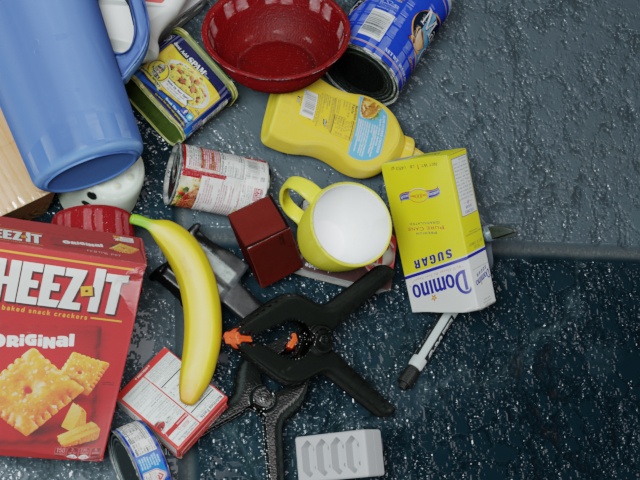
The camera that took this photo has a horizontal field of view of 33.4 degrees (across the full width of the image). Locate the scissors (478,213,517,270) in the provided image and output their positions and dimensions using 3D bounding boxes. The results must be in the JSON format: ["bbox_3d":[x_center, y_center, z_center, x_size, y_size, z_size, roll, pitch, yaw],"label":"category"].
[{"bbox_3d":[0.190,0.008,1.186,0.016,0.202,0.096,-19,107,-6],"label":"scissors"}]

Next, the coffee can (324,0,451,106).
[{"bbox_3d":[0.077,-0.242,1.243,0.102,0.103,0.140,36,66,-10],"label":"coffee can"}]

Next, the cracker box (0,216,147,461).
[{"bbox_3d":[-0.261,0.094,0.979,0.164,0.072,0.214,9,110,-19],"label":"cracker box"}]

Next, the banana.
[{"bbox_3d":[-0.133,0.062,1.065,0.069,0.037,0.198,-16,86,-16],"label":"banana"}]

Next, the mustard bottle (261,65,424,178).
[{"bbox_3d":[0.032,-0.124,1.218,0.191,0.058,0.096,19,64,-16],"label":"mustard bottle"}]

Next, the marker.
[{"bbox_3d":[0.122,0.120,1.212,0.020,0.020,0.121,40,66,-8],"label":"marker"}]

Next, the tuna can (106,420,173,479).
[{"bbox_3d":[-0.174,0.218,1.031,0.033,0.086,0.086,-20,84,-27],"label":"tuna can"}]

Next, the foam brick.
[{"bbox_3d":[-0.057,0.001,1.127,0.053,0.078,0.051,-27,55,-8],"label":"foam brick"}]

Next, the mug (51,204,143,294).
[{"bbox_3d":[-0.237,0.016,1.065,0.117,0.093,0.081,-9,72,8],"label":"mug"}]

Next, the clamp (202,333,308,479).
[{"bbox_3d":[-0.073,0.169,1.111,0.120,0.039,0.171,24,62,-10],"label":"clamp"}]

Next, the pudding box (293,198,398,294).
[{"bbox_3d":[0.029,0.004,1.194,0.113,0.039,0.090,13,73,-18],"label":"pudding box"}]

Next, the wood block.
[{"bbox_3d":[-0.352,-0.108,1.044,0.090,0.090,0.206,-28,88,-25],"label":"wood block"}]

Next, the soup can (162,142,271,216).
[{"bbox_3d":[-0.110,-0.062,1.140,0.102,0.069,0.068,11,72,-19],"label":"soup can"}]

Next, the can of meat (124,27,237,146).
[{"bbox_3d":[-0.155,-0.164,1.156,0.102,0.058,0.083,48,66,-5],"label":"can of meat"}]

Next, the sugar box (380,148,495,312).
[{"bbox_3d":[0.130,-0.008,1.179,0.048,0.094,0.176,-20,101,-47],"label":"sugar box"}]

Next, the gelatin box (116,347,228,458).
[{"bbox_3d":[-0.149,0.163,1.071,0.089,0.030,0.073,36,64,15],"label":"gelatin box"}]

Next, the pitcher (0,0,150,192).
[{"bbox_3d":[-0.246,-0.177,1.005,0.144,0.149,0.243,-8,74,-58],"label":"pitcher"}]

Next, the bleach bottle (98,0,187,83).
[{"bbox_3d":[-0.168,-0.275,1.107,0.102,0.068,0.250,19,72,-13],"label":"bleach bottle"}]

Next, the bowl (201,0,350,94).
[{"bbox_3d":[-0.048,-0.211,1.167,0.162,0.055,0.162,0,50,-1],"label":"bowl"}]

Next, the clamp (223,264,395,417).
[{"bbox_3d":[-0.001,0.094,1.116,0.209,0.036,0.164,12,78,-32],"label":"clamp"}]
